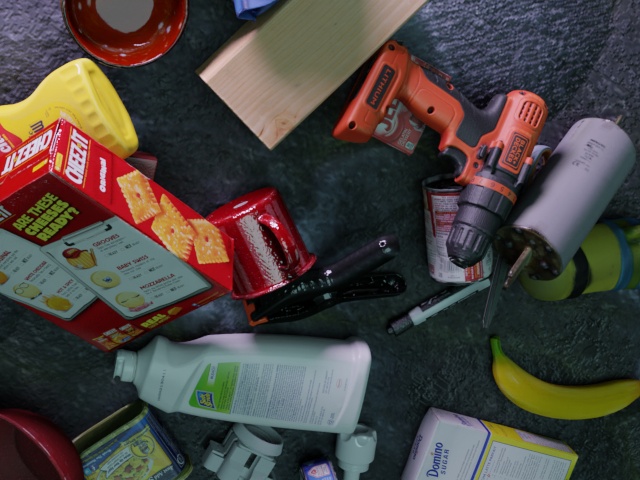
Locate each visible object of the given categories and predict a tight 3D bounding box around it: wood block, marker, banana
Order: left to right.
[{"bbox_3d":[-0.008,-0.192,0.995,0.206,0.090,0.090,-44,109,1],"label":"wood block"},{"bbox_3d":[0.124,0.068,1.133,0.121,0.020,0.020,-28,109,-4],"label":"marker"},{"bbox_3d":[0.267,0.165,1.183,0.197,0.037,0.070,18,101,-17],"label":"banana"}]

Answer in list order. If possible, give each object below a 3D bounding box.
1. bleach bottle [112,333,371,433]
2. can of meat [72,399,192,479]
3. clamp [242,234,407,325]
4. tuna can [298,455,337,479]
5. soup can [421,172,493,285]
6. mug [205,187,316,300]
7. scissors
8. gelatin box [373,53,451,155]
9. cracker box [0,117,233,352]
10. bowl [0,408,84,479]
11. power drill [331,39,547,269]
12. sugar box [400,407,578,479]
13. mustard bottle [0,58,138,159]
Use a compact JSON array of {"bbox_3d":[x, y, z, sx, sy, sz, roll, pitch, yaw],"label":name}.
[{"bbox_3d":[-0.081,0.133,1.081,0.250,0.068,0.102,9,102,-13],"label":"bleach bottle"},{"bbox_3d":[-0.195,0.221,1.081,0.102,0.057,0.084,-33,107,-4],"label":"can of meat"},{"bbox_3d":[0.011,0.050,1.078,0.171,0.039,0.120,-20,149,10],"label":"clamp"},{"bbox_3d":[0.003,0.273,1.125,0.033,0.086,0.086,-14,107,-8],"label":"tuna can"},{"bbox_3d":[0.141,-0.012,1.090,0.068,0.068,0.102,-10,107,-11],"label":"soup can"},{"bbox_3d":[-0.057,0.001,1.025,0.093,0.117,0.081,-31,105,-21],"label":"mug"},{"bbox_3d":[0.185,-0.020,1.077,0.096,0.016,0.201,44,66,-39],"label":"scissors"},{"bbox_3d":[0.076,-0.140,1.060,0.073,0.030,0.089,26,97,-17],"label":"gelatin box"},{"bbox_3d":[-0.206,0.003,0.946,0.164,0.072,0.213,-26,135,28],"label":"cracker box"},{"bbox_3d":[-0.283,0.222,1.036,0.162,0.055,0.162,14,120,25],"label":"bowl"},{"bbox_3d":[0.108,-0.088,1.009,0.187,0.057,0.184,28,76,-13],"label":"power drill"},{"bbox_3d":[0.187,0.251,1.184,0.176,0.048,0.093,18,100,-13],"label":"sugar box"},{"bbox_3d":[-0.266,-0.080,0.965,0.192,0.058,0.096,-26,100,17],"label":"mustard bottle"}]
